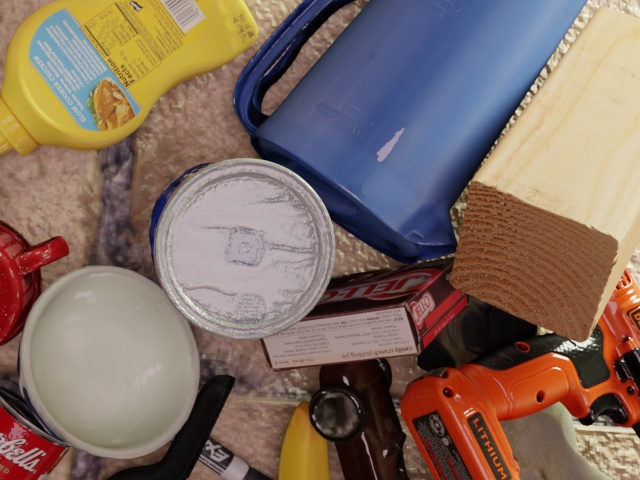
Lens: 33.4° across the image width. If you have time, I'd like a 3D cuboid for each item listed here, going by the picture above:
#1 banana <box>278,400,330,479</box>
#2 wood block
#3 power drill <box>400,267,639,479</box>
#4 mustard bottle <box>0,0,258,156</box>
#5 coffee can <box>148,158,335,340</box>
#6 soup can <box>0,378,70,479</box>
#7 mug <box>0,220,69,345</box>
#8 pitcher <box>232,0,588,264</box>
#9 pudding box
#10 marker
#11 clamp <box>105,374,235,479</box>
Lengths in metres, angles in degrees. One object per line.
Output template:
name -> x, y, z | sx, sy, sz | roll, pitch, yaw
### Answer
banana -> 0.002, 0.207, 0.728 | 0.037, 0.070, 0.198 | -11, 85, -36
wood block -> 0.169, -0.047, 0.665 | 0.090, 0.091, 0.205 | 24, 49, 19
power drill -> 0.155, 0.111, 0.655 | 0.187, 0.057, 0.184 | -24, 79, -29
mustard bottle -> -0.141, -0.114, 0.683 | 0.191, 0.058, 0.096 | -37, 103, -6
coffee can -> -0.054, 0.001, 0.665 | 0.102, 0.140, 0.103 | -1, 94, -11
soup can -> -0.215, 0.148, 0.683 | 0.068, 0.068, 0.102 | 39, 87, -11
mug -> -0.213, 0.027, 0.668 | 0.117, 0.081, 0.093 | -21, 97, -8
pitcher -> 0.067, -0.120, 0.694 | 0.149, 0.145, 0.243 | 40, 83, -23
pudding box -> 0.028, 0.047, 0.685 | 0.114, 0.089, 0.039 | -13, 100, 31
marker -> -0.079, 0.143, 0.732 | 0.121, 0.020, 0.020 | 37, 87, -10
clamp -> -0.099, 0.167, 0.704 | 0.171, 0.039, 0.120 | -23, 81, 7
